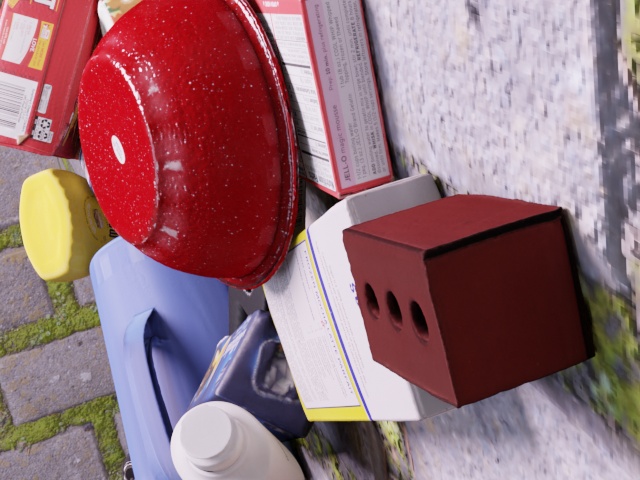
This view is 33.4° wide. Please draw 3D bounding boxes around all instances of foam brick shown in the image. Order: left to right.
[{"bbox_3d":[0.047,0.017,0.364,0.078,0.051,0.053,-164,58,-72],"label":"foam brick"}]

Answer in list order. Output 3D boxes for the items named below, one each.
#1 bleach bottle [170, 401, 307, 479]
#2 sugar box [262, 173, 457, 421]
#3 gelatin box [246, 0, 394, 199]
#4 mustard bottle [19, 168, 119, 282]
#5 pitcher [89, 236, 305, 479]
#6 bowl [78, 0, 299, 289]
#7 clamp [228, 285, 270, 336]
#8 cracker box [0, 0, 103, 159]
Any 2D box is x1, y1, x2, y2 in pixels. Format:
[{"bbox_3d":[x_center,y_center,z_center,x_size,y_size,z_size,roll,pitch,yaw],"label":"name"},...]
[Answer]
[{"bbox_3d":[-0.039,0.152,0.644,0.103,0.068,0.250,38,165,28],"label":"bleach bottle"},{"bbox_3d":[0.020,0.034,0.493,0.176,0.048,0.093,151,101,-71],"label":"sugar box"},{"bbox_3d":[0.000,-0.068,0.474,0.073,0.030,0.089,-150,44,-65],"label":"gelatin box"},{"bbox_3d":[-0.191,-0.009,0.991,0.191,0.058,0.096,7,-114,-62],"label":"mustard bottle"},{"bbox_3d":[-0.112,0.109,0.870,0.149,0.144,0.243,-46,59,53],"label":"pitcher"},{"bbox_3d":[-0.075,-0.048,0.518,0.162,0.055,0.162,31,129,49],"label":"bowl"},{"bbox_3d":[-0.055,0.001,0.725,0.210,0.036,0.164,164,88,-75],"label":"clamp"},{"bbox_3d":[-0.218,-0.152,0.882,0.214,0.072,0.164,-154,79,-82],"label":"cracker box"}]
